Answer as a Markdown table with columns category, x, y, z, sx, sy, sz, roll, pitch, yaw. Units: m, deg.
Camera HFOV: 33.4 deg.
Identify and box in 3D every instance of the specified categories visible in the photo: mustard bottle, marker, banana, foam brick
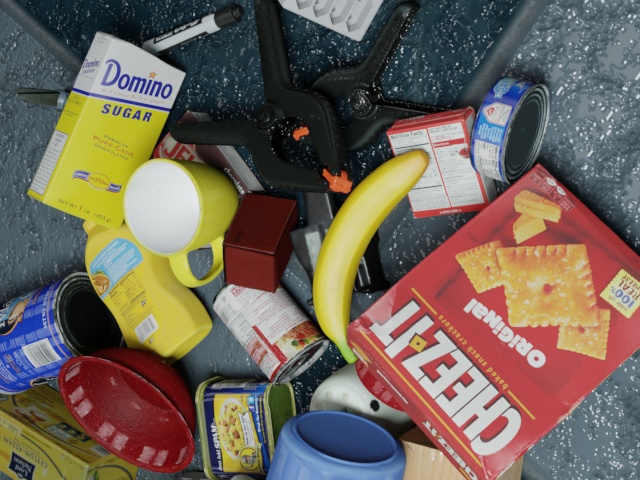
| category | x | y | z | sx | sy | sz | roll | pitch | yaw |
| --- | --- | --- | --- | --- | --- | --- | --- | --- | --- |
| mustard bottle | -0.195 | 0.037 | 1.117 | 0.096 | 0.058 | 0.192 | -41 | 75 | 33 |
| marker | -0.128 | -0.210 | 1.071 | 0.121 | 0.020 | 0.020 | -15 | 88 | 31 |
| banana | 0.035 | 0.006 | 0.938 | 0.070 | 0.037 | 0.198 | 23 | 103 | 18 |
| foam brick | -0.057 | 0.001 | 1.008 | 0.053 | 0.078 | 0.051 | 11 | 134 | 11 |

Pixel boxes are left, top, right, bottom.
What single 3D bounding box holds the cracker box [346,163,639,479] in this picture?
| category | x | y | z | sx | sy | sz | roll | pitch | yaw |
| --- | --- | --- | --- | --- | --- | --- | --- | --- | --- |
| cracker box | 0.152 | 0.066 | 0.849 | 0.213 | 0.072 | 0.164 | -39 | 73 | -10 |

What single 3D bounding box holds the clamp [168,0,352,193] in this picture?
| category | x | y | z | sx | sy | sz | roll | pitch | yaw |
| --- | --- | --- | --- | --- | --- | --- | --- | --- | --- |
| clamp | -0.050 | -0.104 | 0.982 | 0.165 | 0.036 | 0.210 | -48 | 59 | 19 |

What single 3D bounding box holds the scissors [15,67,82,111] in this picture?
| category | x | y | z | sx | sy | sz | roll | pitch | yaw |
| --- | --- | --- | --- | --- | --- | --- | --- | --- | --- |
| scissors | -0.249 | -0.156 | 1.063 | 0.016 | 0.201 | 0.096 | 18 | 81 | 8 |

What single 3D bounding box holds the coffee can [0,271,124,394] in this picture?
| category | x | y | z | sx | sy | sz | roll | pitch | yaw |
| --- | --- | --- | --- | --- | --- | --- | --- | --- | --- |
| coffee can | -0.298 | 0.102 | 1.160 | 0.141 | 0.102 | 0.103 | -20 | 86 | 31 |

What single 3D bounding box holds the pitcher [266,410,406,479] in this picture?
| category | x | y | z | sx | sy | sz | roll | pitch | yaw |
| --- | --- | --- | --- | --- | --- | --- | --- | --- | --- |
| pitcher | -0.016 | 0.271 | 0.918 | 0.145 | 0.149 | 0.243 | 42 | 123 | 58 |

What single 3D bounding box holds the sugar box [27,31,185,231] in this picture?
| category | x | y | z | sx | sy | sz | roll | pitch | yaw |
| --- | --- | --- | --- | --- | --- | --- | --- | --- | --- |
| sugar box | -0.210 | -0.107 | 1.059 | 0.048 | 0.093 | 0.176 | 26 | 92 | 48 |

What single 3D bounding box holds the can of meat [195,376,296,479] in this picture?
| category | x | y | z | sx | sy | sz | roll | pitch | yaw |
| --- | --- | --- | --- | --- | --- | --- | --- | --- | --- |
| can of meat | -0.071 | 0.187 | 1.064 | 0.084 | 0.057 | 0.102 | -5 | 93 | 29 |

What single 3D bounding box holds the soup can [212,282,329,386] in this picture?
| category | x | y | z | sx | sy | sz | roll | pitch | yaw |
| --- | --- | --- | --- | --- | --- | --- | --- | --- | --- |
| soup can | -0.049 | 0.081 | 1.031 | 0.102 | 0.068 | 0.069 | 49 | 117 | 17 |

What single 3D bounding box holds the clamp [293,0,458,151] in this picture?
| category | x | y | z | sx | sy | sz | roll | pitch | yaw |
| --- | --- | --- | --- | --- | --- | --- | --- | --- | --- |
| clamp | 0.052 | -0.122 | 0.966 | 0.172 | 0.039 | 0.120 | -34 | 83 | 36 |

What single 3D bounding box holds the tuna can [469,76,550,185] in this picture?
| category | x | y | z | sx | sy | sz | roll | pitch | yaw |
| --- | --- | --- | --- | --- | --- | --- | --- | --- | --- |
| tuna can | 0.156 | -0.091 | 0.880 | 0.034 | 0.086 | 0.086 | 21 | 106 | 28 |

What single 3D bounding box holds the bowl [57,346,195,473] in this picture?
| category | x | y | z | sx | sy | sz | roll | pitch | yaw |
| --- | --- | --- | --- | --- | --- | --- | --- | --- | --- |
| bowl | -0.184 | 0.160 | 1.081 | 0.162 | 0.055 | 0.162 | 19 | 136 | 19 |

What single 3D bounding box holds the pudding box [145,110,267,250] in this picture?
| category | x | y | z | sx | sy | sz | roll | pitch | yaw |
| --- | --- | --- | --- | --- | --- | --- | --- | --- | --- |
| pudding box | -0.120 | -0.061 | 1.073 | 0.090 | 0.039 | 0.113 | -46 | 74 | 25 |

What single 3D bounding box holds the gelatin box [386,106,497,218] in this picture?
| category | x | y | z | sx | sy | sz | roll | pitch | yaw |
| --- | --- | --- | --- | --- | --- | --- | --- | --- | --- |
| gelatin box | 0.107 | -0.067 | 0.929 | 0.073 | 0.030 | 0.089 | -7 | 115 | 31 |
